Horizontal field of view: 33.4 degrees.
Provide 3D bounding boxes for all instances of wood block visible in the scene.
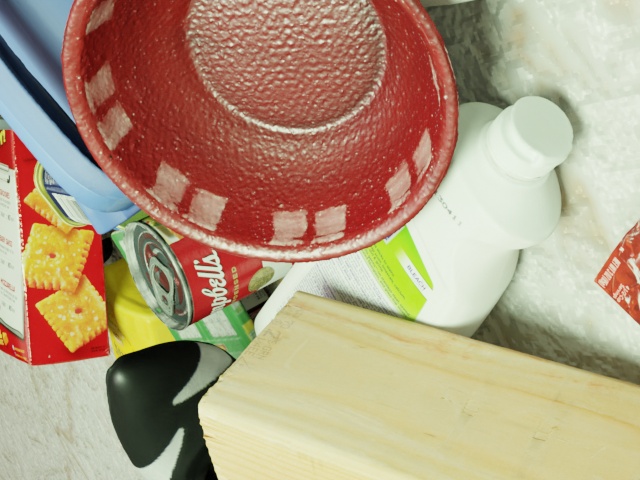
[{"bbox_3d":[0.060,0.104,0.469,0.206,0.090,0.091,14,133,29],"label":"wood block"}]

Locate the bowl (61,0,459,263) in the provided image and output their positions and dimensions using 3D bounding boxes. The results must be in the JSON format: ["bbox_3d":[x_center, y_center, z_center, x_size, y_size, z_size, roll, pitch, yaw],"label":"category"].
[{"bbox_3d":[-0.021,-0.069,0.441,0.162,0.055,0.162,8,130,9],"label":"bowl"}]

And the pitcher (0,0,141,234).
[{"bbox_3d":[-0.142,-0.128,0.553,0.242,0.145,0.149,51,161,-13],"label":"pitcher"}]

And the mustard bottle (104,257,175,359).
[{"bbox_3d":[-0.137,0.113,0.890,0.096,0.058,0.192,34,140,43],"label":"mustard bottle"}]

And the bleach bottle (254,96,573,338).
[{"bbox_3d":[0.047,0.017,0.520,0.102,0.068,0.251,54,147,10],"label":"bleach bottle"}]

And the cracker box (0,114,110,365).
[{"bbox_3d":[-0.228,-0.017,0.852,0.164,0.072,0.214,2,96,61],"label":"cracker box"}]

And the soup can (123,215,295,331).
[{"bbox_3d":[-0.054,0.001,0.624,0.069,0.102,0.068,38,142,37],"label":"soup can"}]
